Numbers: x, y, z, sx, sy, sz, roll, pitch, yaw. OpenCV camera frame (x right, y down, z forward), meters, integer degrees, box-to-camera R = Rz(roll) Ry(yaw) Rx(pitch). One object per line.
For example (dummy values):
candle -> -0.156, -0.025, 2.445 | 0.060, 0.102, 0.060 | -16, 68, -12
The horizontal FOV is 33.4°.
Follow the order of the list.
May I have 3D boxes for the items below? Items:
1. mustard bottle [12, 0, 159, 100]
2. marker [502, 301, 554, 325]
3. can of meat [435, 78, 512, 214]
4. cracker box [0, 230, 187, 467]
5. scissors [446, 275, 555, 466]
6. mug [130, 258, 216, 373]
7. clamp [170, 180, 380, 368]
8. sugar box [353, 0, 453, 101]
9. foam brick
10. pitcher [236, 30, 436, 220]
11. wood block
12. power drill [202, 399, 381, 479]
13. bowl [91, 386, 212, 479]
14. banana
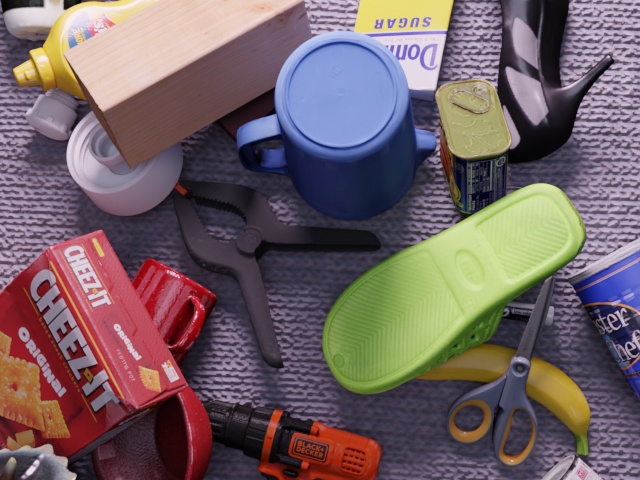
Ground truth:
mustard bottle -> -0.206, -0.189, 1.045 | 0.191, 0.058, 0.096 | -22, 104, -15
marker -> 0.166, 0.065, 1.042 | 0.121, 0.020, 0.020 | 8, 85, 5
can of meat -> 0.144, -0.087, 1.007 | 0.057, 0.084, 0.102 | -9, 50, 1
cracker box -> -0.241, 0.115, 0.986 | 0.214, 0.071, 0.164 | -36, 81, 39
scissors -> 0.166, 0.122, 0.995 | 0.096, 0.016, 0.202 | 3, 113, 13
mug -> -0.147, 0.072, 1.020 | 0.093, 0.117, 0.081 | 34, 81, -32
clamp -> -0.057, 0.001, 1.049 | 0.164, 0.036, 0.210 | -43, 74, -15
sugar box -> 0.086, -0.235, 1.063 | 0.093, 0.048, 0.176 | 10, 84, 5
foam brick -> -0.068, -0.137, 1.062 | 0.078, 0.051, 0.053 | -43, 83, -1
pitcher -> 0.014, -0.099, 0.956 | 0.145, 0.243, 0.149 | 41, 87, 8
wood block -> -0.117, -0.169, 0.988 | 0.206, 0.091, 0.090 | -31, 57, -9
power drill -> -0.049, 0.257, 1.020 | 0.184, 0.057, 0.187 | 14, 87, 8
bowl -> -0.152, 0.189, 1.012 | 0.162, 0.055, 0.162 | 0, 90, 45
banana -> 0.180, 0.137, 1.025 | 0.198, 0.037, 0.069 | 25, 87, 6
